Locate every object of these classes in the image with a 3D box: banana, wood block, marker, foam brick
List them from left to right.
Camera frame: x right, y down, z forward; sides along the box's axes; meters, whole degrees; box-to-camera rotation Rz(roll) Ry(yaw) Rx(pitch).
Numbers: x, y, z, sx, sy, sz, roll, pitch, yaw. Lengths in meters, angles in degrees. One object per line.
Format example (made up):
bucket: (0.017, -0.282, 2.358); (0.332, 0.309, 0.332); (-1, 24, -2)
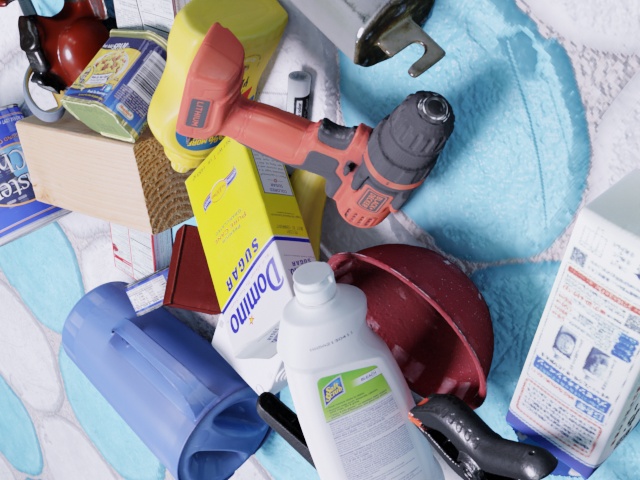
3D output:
wood block: (-0.201, -0.079, 1.058); (0.206, 0.090, 0.091); (14, 124, 44)
foam brick: (-0.117, 0.029, 1.027); (0.053, 0.051, 0.078); (162, 119, -73)
marker: (-0.022, -0.086, 0.905); (0.020, 0.020, 0.121); (33, 135, 31)
banana: (-0.014, 0.014, 0.902); (0.070, 0.037, 0.198); (-164, 78, -73)

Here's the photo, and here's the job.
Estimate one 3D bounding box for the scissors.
scissors: (-0.269, -0.207, 1.097); (0.016, 0.096, 0.202); (115, 148, -57)

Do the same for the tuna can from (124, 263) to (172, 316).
tuna can: (-0.155, 0.043, 1.088); (0.086, 0.085, 0.034); (-23, 94, 53)

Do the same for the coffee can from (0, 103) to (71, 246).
coffee can: (-0.366, -0.073, 1.237); (0.103, 0.102, 0.140); (-19, 99, 52)

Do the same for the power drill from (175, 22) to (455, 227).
power drill: (-0.007, -0.085, 0.779); (0.187, 0.057, 0.185); (26, 154, -4)

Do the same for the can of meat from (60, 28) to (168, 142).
can of meat: (-0.175, -0.139, 0.956); (0.102, 0.084, 0.057); (16, 157, 51)

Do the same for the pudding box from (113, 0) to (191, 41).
pudding box: (-0.145, -0.231, 0.937); (0.090, 0.039, 0.113); (24, 132, 36)

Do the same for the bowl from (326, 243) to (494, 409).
bowl: (0.080, 0.056, 0.833); (0.162, 0.055, 0.162); (38, 156, 21)

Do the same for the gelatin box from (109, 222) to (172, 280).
gelatin box: (-0.192, 0.003, 1.149); (0.073, 0.030, 0.089); (27, 132, 34)

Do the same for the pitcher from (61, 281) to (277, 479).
pitcher: (-0.171, 0.140, 1.134); (0.243, 0.144, 0.149); (35, 117, 33)

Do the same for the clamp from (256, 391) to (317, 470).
clamp: (0.045, 0.224, 1.007); (0.165, 0.036, 0.210); (-12, 112, 35)

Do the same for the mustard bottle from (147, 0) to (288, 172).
mustard bottle: (-0.097, -0.124, 0.903); (0.058, 0.096, 0.192); (51, 142, 18)

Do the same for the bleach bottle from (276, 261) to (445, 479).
bleach bottle: (0.029, 0.119, 0.847); (0.068, 0.102, 0.251); (45, 156, 52)

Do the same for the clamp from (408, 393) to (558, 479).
clamp: (0.122, 0.156, 0.774); (0.172, 0.039, 0.120); (37, 149, 42)

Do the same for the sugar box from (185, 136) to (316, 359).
sugar box: (-0.056, 0.001, 0.893); (0.093, 0.048, 0.176); (-43, 53, 39)
